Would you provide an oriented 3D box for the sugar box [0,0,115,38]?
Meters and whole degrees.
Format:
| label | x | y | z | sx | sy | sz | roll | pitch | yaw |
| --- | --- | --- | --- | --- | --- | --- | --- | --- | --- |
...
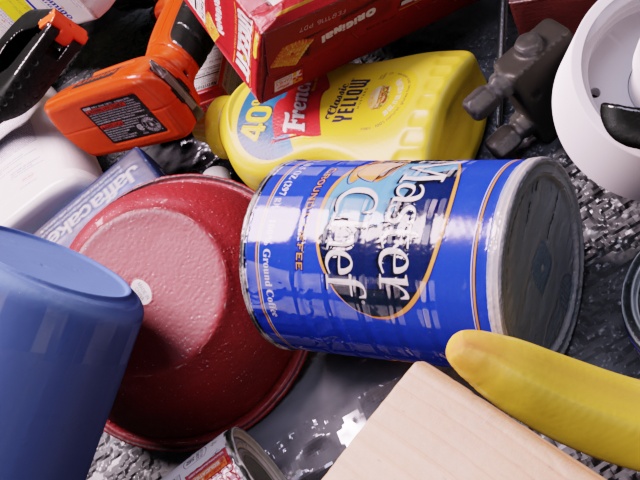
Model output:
| label | x | y | z | sx | sy | sz | roll | pitch | yaw |
| --- | --- | --- | --- | --- | --- | --- | --- | --- | --- |
| sugar box | -0.189 | -0.194 | 0.774 | 0.177 | 0.048 | 0.093 | 6 | 58 | 49 |

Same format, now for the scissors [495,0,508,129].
| label | x | y | z | sx | sy | sz | roll | pitch | yaw |
| --- | --- | --- | --- | --- | --- | --- | --- | --- | --- |
| scissors | 0.111 | -0.162 | 0.661 | 0.016 | 0.096 | 0.202 | 5 | 88 | 1 |

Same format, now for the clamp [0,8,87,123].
| label | x | y | z | sx | sy | sz | roll | pitch | yaw |
| --- | --- | --- | --- | --- | --- | --- | --- | --- | --- |
| clamp | -0.222 | -0.114 | 0.736 | 0.172 | 0.039 | 0.120 | -32 | 50 | 28 |

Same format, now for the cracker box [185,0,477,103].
| label | x | y | z | sx | sy | sz | roll | pitch | yaw |
| --- | --- | --- | --- | --- | --- | --- | --- | --- | --- |
| cracker box | -0.022 | -0.209 | 0.648 | 0.164 | 0.072 | 0.214 | -28 | 66 | -17 |

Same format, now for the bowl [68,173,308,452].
| label | x | y | z | sx | sy | sz | roll | pitch | yaw |
| --- | --- | --- | --- | --- | --- | --- | --- | --- | --- |
| bowl | -0.086 | 0.033 | 0.586 | 0.162 | 0.055 | 0.162 | -3 | 75 | 13 |

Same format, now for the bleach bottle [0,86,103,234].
| label | x | y | z | sx | sy | sz | roll | pitch | yaw |
| --- | --- | --- | --- | --- | --- | --- | --- | --- | --- |
| bleach bottle | -0.217 | -0.076 | 0.785 | 0.102 | 0.068 | 0.251 | -35 | 44 | 7 |

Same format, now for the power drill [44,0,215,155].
| label | x | y | z | sx | sy | sz | roll | pitch | yaw |
| --- | --- | --- | --- | --- | --- | --- | --- | --- | --- |
| power drill | -0.113 | -0.147 | 0.726 | 0.185 | 0.057 | 0.187 | -8 | 49 | 40 |

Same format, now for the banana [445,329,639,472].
| label | x | y | z | sx | sy | sz | roll | pitch | yaw |
| --- | --- | --- | --- | --- | --- | --- | --- | --- | --- |
| banana | 0.150 | 0.072 | 0.433 | 0.198 | 0.069 | 0.037 | 7 | 45 | 20 |

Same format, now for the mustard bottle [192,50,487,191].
| label | x | y | z | sx | sy | sz | roll | pitch | yaw |
| --- | --- | --- | --- | --- | --- | --- | --- | --- | --- |
| mustard bottle | 0.000 | -0.068 | 0.645 | 0.192 | 0.058 | 0.096 | 4 | 57 | 35 |

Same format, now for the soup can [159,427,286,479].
| label | x | y | z | sx | sy | sz | roll | pitch | yaw |
| --- | --- | --- | --- | --- | --- | --- | --- | --- | --- |
| soup can | -0.064 | 0.147 | 0.522 | 0.102 | 0.068 | 0.068 | -37 | 46 | 3 |

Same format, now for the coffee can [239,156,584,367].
| label | x | y | z | sx | sy | sz | roll | pitch | yaw |
| --- | --- | --- | --- | --- | --- | --- | --- | --- | --- |
| coffee can | 0.046 | 0.010 | 0.529 | 0.141 | 0.102 | 0.102 | 3 | 60 | 33 |

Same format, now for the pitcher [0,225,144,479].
| label | x | y | z | sx | sy | sz | roll | pitch | yaw |
| --- | --- | --- | --- | --- | --- | --- | --- | --- | --- |
| pitcher | -0.186 | 0.114 | 0.522 | 0.145 | 0.149 | 0.243 | -122 | 55 | -80 |

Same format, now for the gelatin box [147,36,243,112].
| label | x | y | z | sx | sy | sz | roll | pitch | yaw |
| --- | --- | --- | --- | --- | --- | --- | --- | --- | --- |
| gelatin box | -0.089 | -0.118 | 0.755 | 0.073 | 0.030 | 0.089 | -15 | 48 | 23 |
